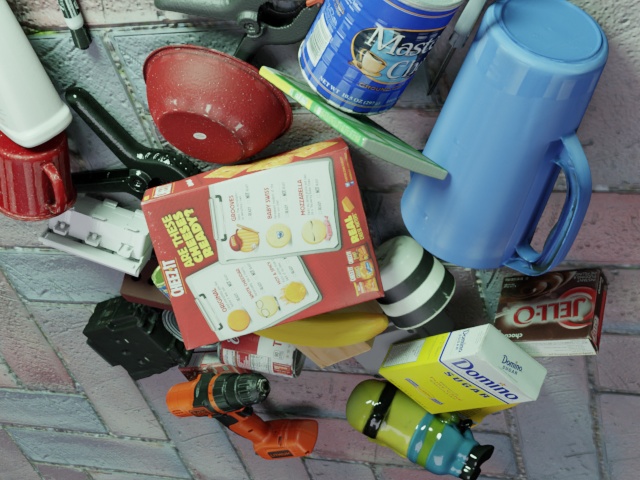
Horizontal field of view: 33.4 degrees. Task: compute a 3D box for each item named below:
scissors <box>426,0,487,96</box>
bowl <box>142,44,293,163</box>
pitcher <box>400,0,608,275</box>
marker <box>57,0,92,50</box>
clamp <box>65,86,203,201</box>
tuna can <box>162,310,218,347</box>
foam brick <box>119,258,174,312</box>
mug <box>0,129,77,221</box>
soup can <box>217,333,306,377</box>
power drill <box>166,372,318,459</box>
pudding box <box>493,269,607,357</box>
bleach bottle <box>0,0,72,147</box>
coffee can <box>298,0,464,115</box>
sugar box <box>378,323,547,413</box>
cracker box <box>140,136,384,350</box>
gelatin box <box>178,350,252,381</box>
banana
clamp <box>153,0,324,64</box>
[{"bbox_3d":[0.118,-0.173,0.924,0.016,0.096,0.202,29,137,2],"label":"scissors"},{"bbox_3d":[-0.112,-0.125,1.070,0.162,0.055,0.162,15,154,7],"label":"bowl"},{"bbox_3d":[0.172,-0.090,0.958,0.149,0.145,0.243,13,137,-3],"label":"pitcher"},{"bbox_3d":[-0.253,-0.240,1.059,0.020,0.020,0.121,5,138,18],"label":"marker"},{"bbox_3d":[-0.202,-0.084,1.198,0.210,0.036,0.165,20,141,7],"label":"clamp"},{"bbox_3d":[-0.160,0.100,1.388,0.086,0.033,0.086,12,139,10],"label":"tuna can"},{"bbox_3d":[-0.202,0.055,1.329,0.078,0.053,0.051,12,166,9],"label":"foam brick"},{"bbox_3d":[-0.311,-0.074,1.170,0.117,0.093,0.081,43,142,37],"label":"mug"},{"bbox_3d":[-0.072,0.133,1.362,0.102,0.068,0.068,10,139,12],"label":"soup can"},{"bbox_3d":[-0.090,0.234,1.446,0.185,0.057,0.187,-14,140,43],"label":"power drill"},{"bbox_3d":[0.246,0.080,1.147,0.114,0.090,0.039,-8,135,32],"label":"pudding box"},{"bbox_3d":[-0.338,-0.218,1.070,0.103,0.068,0.251,33,151,40],"label":"bleach bottle"},{"bbox_3d":[0.053,-0.191,0.918,0.102,0.102,0.140,26,140,-7],"label":"coffee can"},{"bbox_3d":[0.153,0.145,1.176,0.093,0.048,0.177,38,153,-19],"label":"sugar box"},{"bbox_3d":[-0.057,0.001,1.096,0.213,0.072,0.164,-15,106,-1],"label":"cracker box"},{"bbox_3d":[-0.141,0.187,1.480,0.089,0.030,0.073,-7,133,30],"label":"gelatin box"},{"bbox_3d":[-0.025,0.087,1.170,0.198,0.037,0.070,14,140,8],"label":"banana"},{"bbox_3d":[-0.061,-0.203,1.006,0.172,0.039,0.120,-3,146,30],"label":"clamp"}]
